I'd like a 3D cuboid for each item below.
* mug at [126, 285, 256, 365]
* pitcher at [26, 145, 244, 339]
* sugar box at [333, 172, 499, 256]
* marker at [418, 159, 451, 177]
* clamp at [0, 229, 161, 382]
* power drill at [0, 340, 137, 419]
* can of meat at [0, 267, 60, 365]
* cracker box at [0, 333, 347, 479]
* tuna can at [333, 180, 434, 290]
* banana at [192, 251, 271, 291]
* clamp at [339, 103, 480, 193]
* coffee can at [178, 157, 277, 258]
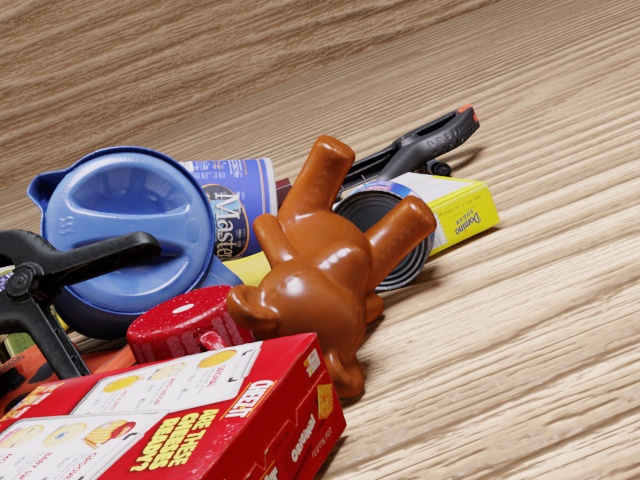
[{"bbox_3d":[-0.076,0.083,0.714,0.093,0.081,0.117,-25,14,-18],"label":"mug"},{"bbox_3d":[-0.166,0.023,0.919,0.144,0.149,0.243,-18,-7,-19],"label":"pitcher"},{"bbox_3d":[0.082,-0.024,0.982,0.093,0.048,0.176,-24,10,-13],"label":"sugar box"},{"bbox_3d":[0.124,-0.086,1.214,0.020,0.020,0.121,-22,14,-5],"label":"marker"},{"bbox_3d":[-0.202,0.044,0.753,0.172,0.039,0.120,3,61,24],"label":"clamp"},{"bbox_3d":[-0.206,0.122,0.808,0.188,0.057,0.184,-10,21,35],"label":"power drill"},{"bbox_3d":[-0.266,0.081,0.964,0.057,0.102,0.084,-26,16,-22],"label":"can of meat"},{"bbox_3d":[-0.112,0.132,0.602,0.214,0.072,0.164,-13,16,26],"label":"cracker box"},{"bbox_3d":[0.049,-0.005,0.868,0.086,0.086,0.033,-15,13,21],"label":"tuna can"},{"bbox_3d":[-0.059,0.019,0.991,0.198,0.069,0.037,-12,-25,22],"label":"banana"},{"bbox_3d":[0.090,-0.095,1.186,0.209,0.036,0.165,-34,17,-32],"label":"clamp"},{"bbox_3d":[-0.119,-0.031,1.095,0.140,0.103,0.103,-3,11,-9],"label":"coffee can"}]
